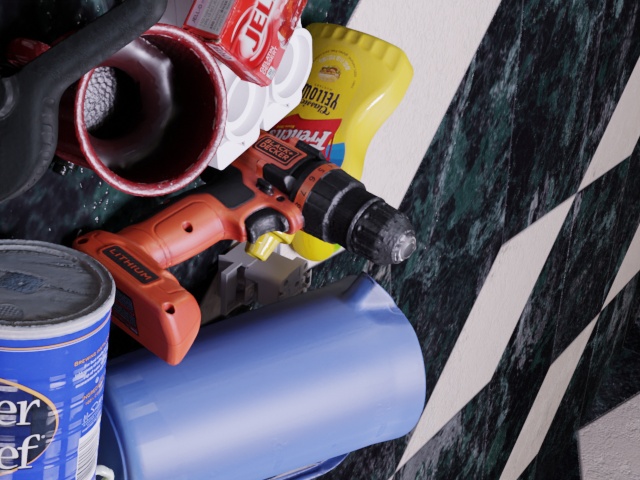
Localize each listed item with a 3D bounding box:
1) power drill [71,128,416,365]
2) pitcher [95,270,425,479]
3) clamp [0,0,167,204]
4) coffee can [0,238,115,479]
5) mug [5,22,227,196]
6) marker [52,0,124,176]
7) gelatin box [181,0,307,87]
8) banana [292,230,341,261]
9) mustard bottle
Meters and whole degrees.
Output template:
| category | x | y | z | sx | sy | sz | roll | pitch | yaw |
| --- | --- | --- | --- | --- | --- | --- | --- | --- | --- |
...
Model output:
| category | x | y | z | sx | sy | sz | roll | pitch | yaw |
| --- | --- | --- | --- | --- | --- | --- | --- | --- | --- |
| power drill | -0.055 | 0.001 | 0.715 | 0.187 | 0.185 | 0.057 | -37 | 142 | -33 |
| pitcher | -0.054 | 0.124 | 0.789 | 0.242 | 0.145 | 0.149 | -14 | 85 | -32 |
| clamp | -0.166 | -0.086 | 0.524 | 0.171 | 0.120 | 0.039 | -54 | 180 | 12 |
| coffee can | -0.175 | 0.084 | 0.609 | 0.102 | 0.103 | 0.140 | -29 | 136 | -54 |
| mug | -0.121 | -0.081 | 0.593 | 0.117 | 0.082 | 0.093 | 22 | 88 | -40 |
| marker | -0.133 | -0.095 | 0.647 | 0.121 | 0.020 | 0.020 | -66 | 156 | -4 |
| gelatin box | -0.038 | -0.146 | 0.636 | 0.089 | 0.030 | 0.073 | -67 | 156 | -4 |
| banana | -0.005 | -0.048 | 0.938 | 0.069 | 0.037 | 0.198 | -69 | 164 | -46 |
| mustard bottle | -0.009 | -0.072 | 0.831 | 0.191 | 0.096 | 0.058 | -64 | 156 | -9 |
